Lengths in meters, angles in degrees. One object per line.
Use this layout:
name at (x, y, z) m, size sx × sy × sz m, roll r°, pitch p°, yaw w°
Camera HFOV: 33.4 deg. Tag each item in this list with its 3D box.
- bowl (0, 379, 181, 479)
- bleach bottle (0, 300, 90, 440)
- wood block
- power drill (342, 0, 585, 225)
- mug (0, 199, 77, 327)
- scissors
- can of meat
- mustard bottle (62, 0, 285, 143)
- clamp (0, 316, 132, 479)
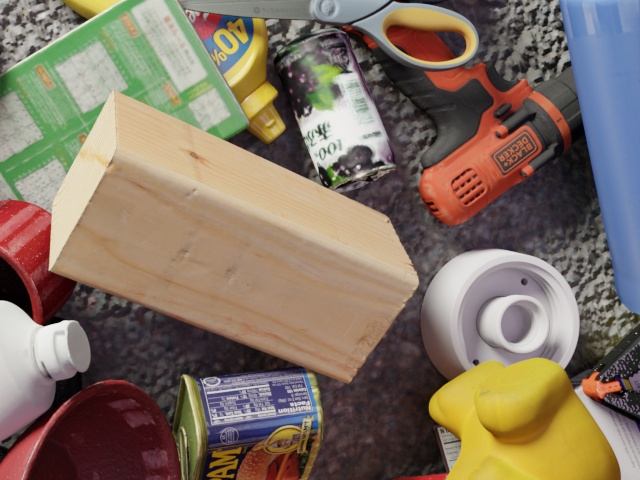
bowl at (-0.147, 0.162, 0.630) m, size 0.055 × 0.161 × 0.162 m, roll -1°, pitch 89°, yaw 25°
bleach bottle at (-0.253, 0.079, 0.607) m, size 0.251 × 0.068 × 0.102 m, roll -14°, pitch 103°, yaw 12°
wood block at (-0.054, 0.000, 0.669) m, size 0.205 × 0.091 × 0.090 m, roll 24°, pitch 112°, yaw -23°
power drill at (0.113, -0.131, 0.763) m, size 0.184 × 0.057 × 0.187 m, roll -37°, pitch 98°, yaw -13°
mug at (-0.209, 0.030, 0.658) m, size 0.117 × 0.081 × 0.093 m, roll -32°, pitch 102°, yaw 19°
scissors at (0.015, -0.169, 0.701) m, size 0.201 × 0.016 × 0.096 m, roll 15°, pitch 88°, yaw -13°
can of meat at (-0.049, 0.127, 0.697) m, size 0.083 × 0.102 × 0.057 m, roll -5°, pitch 52°, yaw -18°
mustard bottle at (-0.092, -0.142, 0.711) m, size 0.096 × 0.058 × 0.191 m, roll -43°, pitch 99°, yaw -10°
clamp at (-0.168, 0.138, 0.696) m, size 0.120 × 0.039 × 0.171 m, roll -42°, pitch 105°, yaw -7°
